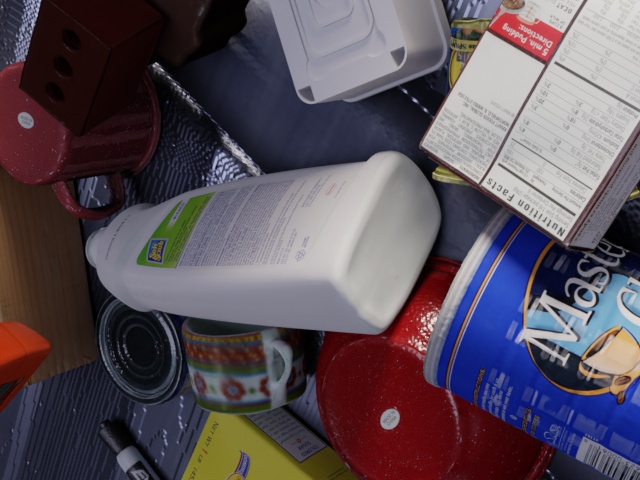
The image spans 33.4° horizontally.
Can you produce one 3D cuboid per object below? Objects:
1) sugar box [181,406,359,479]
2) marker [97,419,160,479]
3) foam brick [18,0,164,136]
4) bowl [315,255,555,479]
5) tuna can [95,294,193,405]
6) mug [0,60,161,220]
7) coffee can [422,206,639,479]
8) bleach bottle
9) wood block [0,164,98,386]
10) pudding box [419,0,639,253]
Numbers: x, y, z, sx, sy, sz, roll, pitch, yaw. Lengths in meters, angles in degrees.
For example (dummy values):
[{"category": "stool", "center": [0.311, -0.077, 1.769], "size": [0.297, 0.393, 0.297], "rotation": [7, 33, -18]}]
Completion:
[{"category": "sugar box", "center": [-0.008, 0.182, 0.686], "size": [0.176, 0.048, 0.093], "rotation": [37, 120, 25]}, {"category": "marker", "center": [-0.126, 0.181, 0.787], "size": [0.121, 0.020, 0.020], "rotation": [49, 124, 17]}, {"category": "foam brick", "center": [-0.137, -0.112, 0.637], "size": [0.053, 0.051, 0.078], "rotation": [40, 136, 7]}, {"category": "bowl", "center": [0.053, 0.092, 0.616], "size": [0.162, 0.055, 0.162], "rotation": [9, 106, 34]}, {"category": "tuna can", "center": [-0.117, 0.071, 0.746], "size": [0.086, 0.033, 0.086], "rotation": [9, 106, 34]}, {"category": "mug", "center": [-0.166, -0.070, 0.719], "size": [0.093, 0.081, 0.117], "rotation": [-12, 94, 37]}, {"category": "coffee can", "center": [0.135, 0.054, 0.508], "size": [0.140, 0.102, 0.103], "rotation": [27, 115, 20]}, {"category": "bleach bottle", "center": [-0.054, 0.001, 0.658], "size": [0.251, 0.102, 0.068], "rotation": [1, 142, 42]}, {"category": "wood block", "center": [-0.236, -0.003, 0.780], "size": [0.090, 0.090, 0.206], "rotation": [0, 100, 35]}, {"category": "pudding box", "center": [0.109, -0.064, 0.475], "size": [0.090, 0.039, 0.114], "rotation": [39, 110, 29]}]
